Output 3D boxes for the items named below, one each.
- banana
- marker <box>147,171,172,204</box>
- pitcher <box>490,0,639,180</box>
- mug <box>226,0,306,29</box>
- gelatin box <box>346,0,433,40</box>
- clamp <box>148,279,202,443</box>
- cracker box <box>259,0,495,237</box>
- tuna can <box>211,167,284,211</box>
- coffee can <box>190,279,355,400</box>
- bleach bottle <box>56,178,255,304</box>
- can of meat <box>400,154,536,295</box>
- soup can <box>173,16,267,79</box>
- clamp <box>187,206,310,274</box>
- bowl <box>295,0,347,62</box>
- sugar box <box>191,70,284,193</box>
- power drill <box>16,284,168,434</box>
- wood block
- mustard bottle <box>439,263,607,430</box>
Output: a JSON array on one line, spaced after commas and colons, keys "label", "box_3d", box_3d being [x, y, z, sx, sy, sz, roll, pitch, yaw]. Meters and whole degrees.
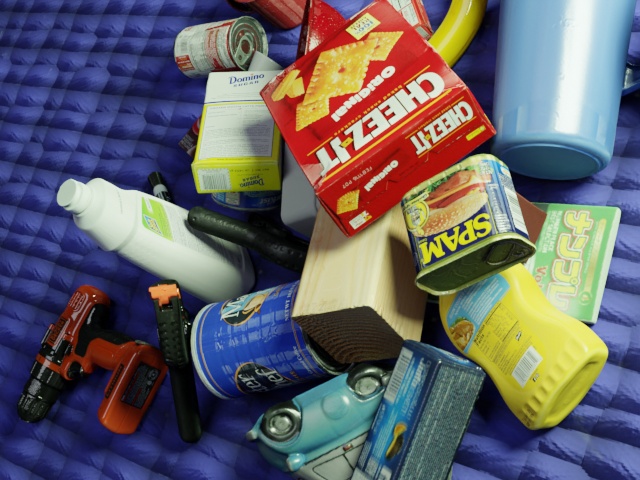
[{"label": "banana", "box_3d": [0.124, -0.214, 1.130, 0.070, 0.037, 0.198, 34, 97, 25]}, {"label": "marker", "box_3d": [-0.191, -0.042, 1.321, 0.020, 0.020, 0.121, -41, 50, 17]}, {"label": "pitcher", "box_3d": [0.234, -0.183, 0.982, 0.149, 0.144, 0.243, -8, 68, 50]}, {"label": "mug", "box_3d": [-0.062, -0.306, 1.300, 0.117, 0.081, 0.093, -18, 59, 32]}, {"label": "gelatin box", "box_3d": [0.077, -0.237, 1.191, 0.089, 0.030, 0.073, -31, 52, 24]}, {"label": "clamp", "box_3d": [-0.150, 0.112, 1.117, 0.036, 0.210, 0.164, -9, 65, -5]}, {"label": "cracker box", "box_3d": [0.044, -0.125, 1.013, 0.164, 0.072, 0.214, -36, 37, 7]}, {"label": "tuna can", "box_3d": [-0.079, -0.063, 1.192, 0.086, 0.085, 0.034, 27, 122, 43]}, {"label": "coffee can", "box_3d": [-0.046, 0.099, 1.079, 0.141, 0.102, 0.103, -17, 60, 32]}, {"label": "bleach bottle", "box_3d": [-0.177, -0.009, 1.135, 0.068, 0.250, 0.103, -41, 49, 16]}, {"label": "can of meat", "box_3d": [0.122, -0.013, 0.904, 0.102, 0.057, 0.084, -28, 58, 29]}, {"label": "soup can", "box_3d": [-0.125, -0.238, 1.328, 0.102, 0.068, 0.068, 0, 69, 39]}, {"label": "clamp", "box_3d": [-0.057, 0.001, 1.131, 0.172, 0.120, 0.039, 24, 106, 40]}, {"label": "bowl", "box_3d": [0.002, -0.191, 1.179, 0.055, 0.162, 0.162, 8, 68, -5]}, {"label": "sugar box", "box_3d": [-0.085, -0.123, 1.181, 0.093, 0.048, 0.176, -1, 39, 4]}, {"label": "power drill", "box_3d": [-0.275, 0.159, 1.266, 0.188, 0.057, 0.184, 23, 85, 43]}, {"label": "wood block", "box_3d": [0.052, 0.004, 1.024, 0.090, 0.090, 0.206, -11, 49, 34]}, {"label": "mustard bottle", "box_3d": [0.159, 0.069, 0.943, 0.192, 0.058, 0.096, 49, 124, 36]}]
